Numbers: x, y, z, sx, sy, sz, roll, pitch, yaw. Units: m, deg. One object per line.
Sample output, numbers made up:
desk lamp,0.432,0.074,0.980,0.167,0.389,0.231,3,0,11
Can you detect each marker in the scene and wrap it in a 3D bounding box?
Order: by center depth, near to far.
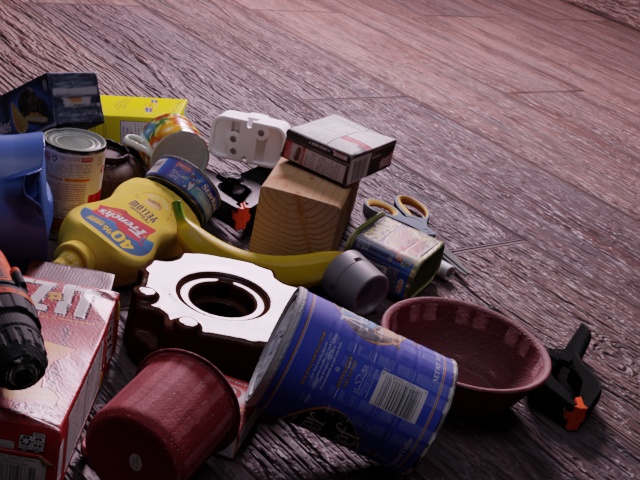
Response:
marker,0.107,0.012,1.249,0.020,0.020,0.121,-12,35,-43

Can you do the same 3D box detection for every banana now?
banana,-0.066,0.018,1.098,0.197,0.069,0.037,18,-10,-14

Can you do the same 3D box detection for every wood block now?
wood block,-0.011,-0.046,1.228,0.090,0.091,0.206,15,24,4

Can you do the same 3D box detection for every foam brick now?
foam brick,-0.226,0.056,0.946,0.078,0.051,0.053,11,24,-6

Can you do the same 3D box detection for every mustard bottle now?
mustard bottle,-0.205,-0.001,1.068,0.096,0.058,0.191,38,30,8

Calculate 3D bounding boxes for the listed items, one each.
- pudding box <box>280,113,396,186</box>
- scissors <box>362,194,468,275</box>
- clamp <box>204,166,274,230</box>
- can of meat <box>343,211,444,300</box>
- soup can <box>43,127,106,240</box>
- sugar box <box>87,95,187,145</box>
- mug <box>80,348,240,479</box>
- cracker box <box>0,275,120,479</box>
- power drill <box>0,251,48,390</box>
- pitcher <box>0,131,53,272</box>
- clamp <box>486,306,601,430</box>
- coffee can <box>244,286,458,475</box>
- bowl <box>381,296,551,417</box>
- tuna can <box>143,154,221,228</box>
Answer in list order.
pudding box,0.022,-0.105,1.215,0.090,0.039,0.113,25,24,23
scissors,0.110,-0.010,1.303,0.096,0.016,0.202,6,25,-12
clamp,-0.121,-0.065,1.279,0.164,0.036,0.210,7,21,-10
can of meat,0.081,0.018,1.178,0.084,0.057,0.101,25,27,19
soup can,-0.263,-0.059,1.114,0.068,0.102,0.068,11,24,-5
sugar box,-0.263,-0.154,1.357,0.176,0.048,0.093,5,23,0
mug,-0.128,0.140,0.785,0.117,0.093,0.081,-10,18,28
cracker box,-0.255,0.098,0.816,0.164,0.072,0.213,11,24,-3
power drill,-0.292,0.055,0.736,0.187,0.057,0.185,0,21,-28
pitcher,-0.370,-0.030,0.978,0.242,0.149,0.145,-1,38,-16
clamp,0.237,0.123,1.053,0.120,0.039,0.171,1,33,-15
coffee can,0.024,0.112,0.854,0.140,0.103,0.102,26,24,-5
bowl,0.129,0.116,0.992,0.162,0.055,0.162,11,24,-5
tuna can,-0.154,-0.052,1.173,0.086,0.086,0.033,24,60,22
